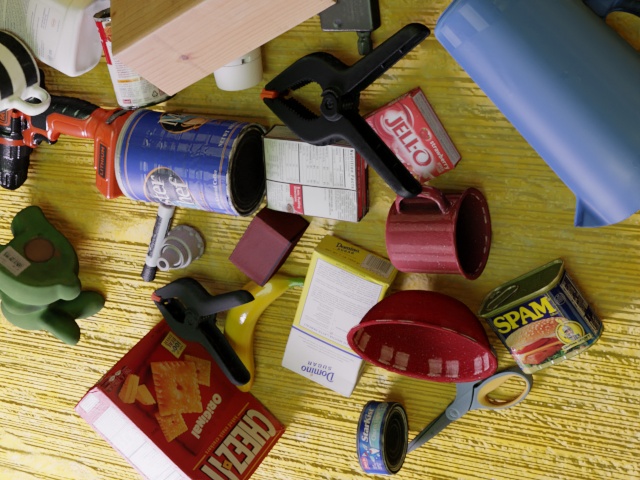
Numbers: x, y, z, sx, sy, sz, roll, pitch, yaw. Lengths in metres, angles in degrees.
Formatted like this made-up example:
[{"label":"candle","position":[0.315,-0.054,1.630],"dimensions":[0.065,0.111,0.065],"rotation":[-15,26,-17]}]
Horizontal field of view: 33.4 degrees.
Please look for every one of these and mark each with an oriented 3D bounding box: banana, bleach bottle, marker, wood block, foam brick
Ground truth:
[{"label":"banana","position":[-0.082,0.104,1.278],"dimensions":[0.069,0.037,0.198],"rotation":[35,127,9]},{"label":"bleach bottle","position":[-0.356,-0.280,1.191],"dimensions":[0.251,0.068,0.103],"rotation":[29,125,13]},{"label":"marker","position":[-0.198,0.003,1.292],"dimensions":[0.020,0.020,0.121],"rotation":[29,126,10]},{"label":"wood block","position":[-0.097,-0.236,1.030],"dimensions":[0.206,0.090,0.090],"rotation":[-24,146,27]},{"label":"foam brick","position":[-0.058,0.001,1.200],"dimensions":[0.051,0.052,0.078],"rotation":[37,126,4]}]

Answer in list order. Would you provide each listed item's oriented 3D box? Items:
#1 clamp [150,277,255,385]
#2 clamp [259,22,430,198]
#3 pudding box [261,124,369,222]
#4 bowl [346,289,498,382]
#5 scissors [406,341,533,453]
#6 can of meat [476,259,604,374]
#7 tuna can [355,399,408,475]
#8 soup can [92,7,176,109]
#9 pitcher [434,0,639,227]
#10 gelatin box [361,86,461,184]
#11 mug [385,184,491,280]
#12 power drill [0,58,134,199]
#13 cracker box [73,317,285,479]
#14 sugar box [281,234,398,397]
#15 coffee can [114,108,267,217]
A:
[{"label":"clamp","position":[-0.137,0.084,1.266],"dimensions":[0.172,0.039,0.120],"rotation":[32,118,32]},{"label":"clamp","position":[0.024,-0.127,1.059],"dimensions":[0.210,0.036,0.164],"rotation":[6,102,42]},{"label":"pudding box","position":[-0.005,-0.072,1.141],"dimensions":[0.114,0.039,0.090],"rotation":[8,118,20]},{"label":"bowl","position":[0.111,0.096,1.131],"dimensions":[0.162,0.055,0.162],"rotation":[11,154,5]},{"label":"scissors","position":[0.148,0.176,1.214],"dimensions":[0.202,0.016,0.096],"rotation":[-30,99,35]},{"label":"can of meat","position":[0.227,0.080,1.096],"dimensions":[0.102,0.057,0.084],"rotation":[-29,103,36]},{"label":"tuna can","position":[0.073,0.229,1.238],"dimensions":[0.034,0.086,0.086],"rotation":[0,116,26]},{"label":"soup can","position":[-0.198,-0.200,1.150],"dimensions":[0.069,0.068,0.102],"rotation":[1,117,27]},{"label":"pitcher","position":[0.226,-0.145,0.938],"dimensions":[0.243,0.149,0.145],"rotation":[46,142,1]},{"label":"gelatin box","position":[0.088,-0.100,1.082],"dimensions":[0.073,0.030,0.089],"rotation":[-25,104,35]},{"label":"mug","position":[0.113,-0.014,1.075],"dimensions":[0.082,0.093,0.117],"rotation":[1,145,32]},{"label":"power drill","position":[-0.309,-0.116,1.259],"dimensions":[0.188,0.057,0.184],"rotation":[22,124,15]},{"label":"cracker box","position":[-0.167,0.218,1.306],"dimensions":[0.213,0.164,0.072],"rotation":[44,129,-1]},{"label":"sugar box","position":[0.020,0.087,1.213],"dimensions":[0.093,0.048,0.176],"rotation":[25,128,11]},{"label":"coffee can","position":[-0.137,-0.085,1.161],"dimensions":[0.140,0.102,0.103],"rotation":[9,120,22]}]
